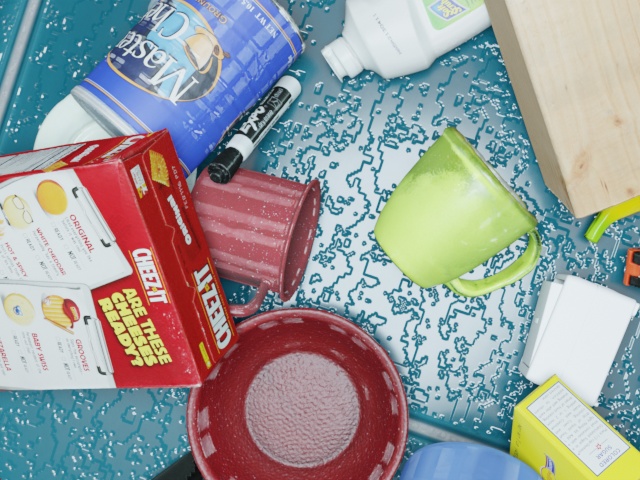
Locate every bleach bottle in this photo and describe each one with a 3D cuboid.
[{"bbox_3d":[0.106,-0.207,0.785,0.251,0.068,0.102,-34,88,6],"label":"bleach bottle"}]

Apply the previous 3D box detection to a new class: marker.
[{"bbox_3d":[-0.048,-0.081,0.780,0.020,0.020,0.121,29,49,5],"label":"marker"}]

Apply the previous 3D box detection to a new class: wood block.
[{"bbox_3d":[0.175,-0.134,0.728,0.090,0.091,0.206,-22,109,3],"label":"wood block"}]

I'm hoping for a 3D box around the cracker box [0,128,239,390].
[{"bbox_3d":[-0.181,0.019,0.743,0.214,0.072,0.164,-6,113,27],"label":"cracker box"}]

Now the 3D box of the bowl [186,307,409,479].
[{"bbox_3d":[-0.015,0.129,0.793,0.162,0.055,0.162,0,89,4],"label":"bowl"}]

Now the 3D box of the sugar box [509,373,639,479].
[{"bbox_3d":[0.202,0.179,0.709,0.048,0.093,0.176,-34,58,-15],"label":"sugar box"}]

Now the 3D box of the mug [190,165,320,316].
[{"bbox_3d":[-0.055,0.001,0.779,0.081,0.093,0.117,15,67,10],"label":"mug"}]

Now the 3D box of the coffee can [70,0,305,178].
[{"bbox_3d":[-0.094,-0.122,0.770,0.103,0.103,0.140,41,83,4],"label":"coffee can"}]
